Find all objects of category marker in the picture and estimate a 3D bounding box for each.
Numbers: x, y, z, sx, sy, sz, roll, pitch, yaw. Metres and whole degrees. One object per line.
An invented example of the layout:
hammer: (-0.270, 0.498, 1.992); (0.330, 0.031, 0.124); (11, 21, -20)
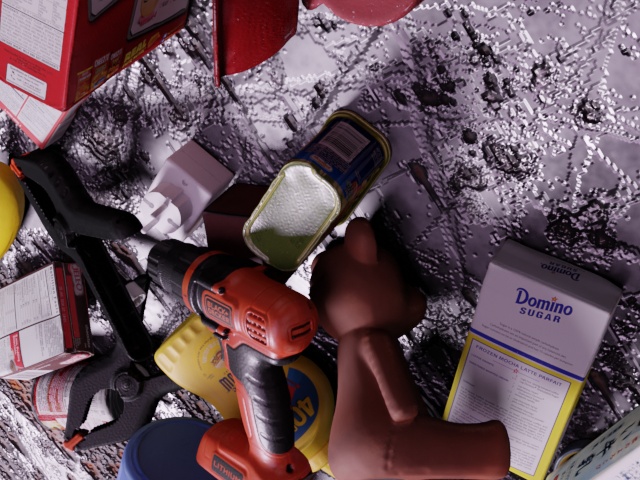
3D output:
marker: (-0.201, 0.014, 0.954); (0.121, 0.020, 0.020); (43, 132, 19)

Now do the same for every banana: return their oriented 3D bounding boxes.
banana: (-0.320, -0.015, 1.011); (0.069, 0.037, 0.198); (38, 132, 4)

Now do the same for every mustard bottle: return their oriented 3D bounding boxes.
mustard bottle: (-0.046, 0.134, 0.923); (0.096, 0.058, 0.191); (-44, 95, 6)

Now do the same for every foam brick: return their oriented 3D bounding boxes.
foam brick: (-0.056, 0.001, 0.859); (0.051, 0.052, 0.078); (8, 123, 26)

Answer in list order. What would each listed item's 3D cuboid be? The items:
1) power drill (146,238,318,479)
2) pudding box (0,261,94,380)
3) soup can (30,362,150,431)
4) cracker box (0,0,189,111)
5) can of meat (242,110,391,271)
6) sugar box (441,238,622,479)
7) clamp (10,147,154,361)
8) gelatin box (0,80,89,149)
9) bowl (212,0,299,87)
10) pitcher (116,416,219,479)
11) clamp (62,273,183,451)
power drill: (-0.069, 0.099, 0.829); (0.185, 0.057, 0.188); (23, 127, 47)
pudding box: (-0.265, 0.077, 1.012); (0.114, 0.039, 0.090); (-21, 72, 36)
soup can: (-0.222, 0.152, 1.039); (0.102, 0.068, 0.068); (-4, 117, 31)
cracker box: (-0.138, -0.215, 0.698); (0.072, 0.164, 0.214); (26, 129, 10)
can of meat: (-0.004, -0.035, 0.786); (0.057, 0.083, 0.102); (39, 130, 3)
sugar box: (0.154, 0.093, 0.803); (0.093, 0.048, 0.176); (25, 125, 17)
clamp: (-0.199, -0.017, 0.886); (0.210, 0.036, 0.165); (49, 149, 26)
gelatin box: (-0.233, -0.132, 0.892); (0.073, 0.030, 0.089); (45, 130, -1)
bowl: (-0.043, -0.181, 0.695); (0.055, 0.162, 0.162); (0, 124, -5)
pitcher: (-0.151, 0.278, 0.971); (0.145, 0.148, 0.243); (37, 129, 29)
clamp: (-0.161, 0.129, 0.966); (0.120, 0.039, 0.171); (35, 95, 5)
